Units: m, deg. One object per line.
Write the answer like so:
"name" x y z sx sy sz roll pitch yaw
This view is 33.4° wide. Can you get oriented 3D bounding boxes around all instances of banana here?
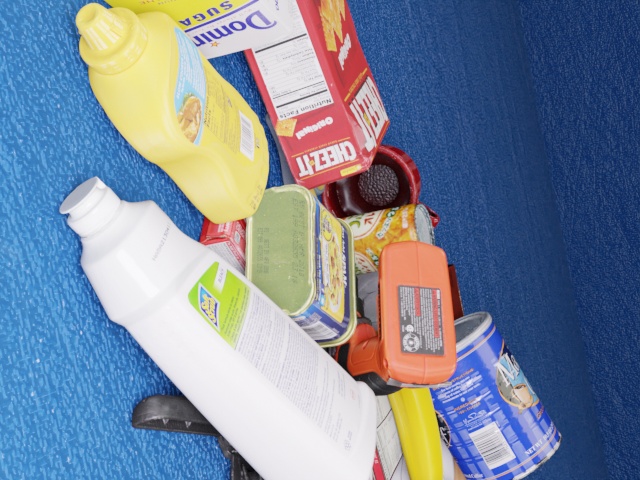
"banana" 0.078 0.153 0.968 0.069 0.037 0.198 -55 131 -53

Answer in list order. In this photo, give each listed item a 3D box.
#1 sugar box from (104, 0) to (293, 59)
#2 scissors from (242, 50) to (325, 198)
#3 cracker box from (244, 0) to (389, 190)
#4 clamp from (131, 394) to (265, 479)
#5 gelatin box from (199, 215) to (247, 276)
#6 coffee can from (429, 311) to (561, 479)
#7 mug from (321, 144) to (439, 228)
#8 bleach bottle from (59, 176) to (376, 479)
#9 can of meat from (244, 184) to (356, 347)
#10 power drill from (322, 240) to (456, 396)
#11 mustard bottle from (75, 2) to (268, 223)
"sugar box" -0.092 -0.174 0.698 0.176 0.093 0.048 36 47 -62
"scissors" -0.032 -0.104 0.947 0.096 0.016 0.202 -61 136 -64
"cracker box" -0.010 -0.170 0.926 0.164 0.072 0.213 -62 133 -67
"clamp" -0.049 0.142 0.728 0.164 0.036 0.209 69 21 -11
"gelatin box" -0.055 0.001 0.801 0.073 0.030 0.089 -82 154 -42
"coffee can" 0.153 0.154 1.030 0.140 0.103 0.102 59 22 -4
"mug" 0.065 -0.046 1.050 0.093 0.117 0.081 -64 173 14
"bleach bottle" -0.061 0.056 0.653 0.250 0.068 0.102 50 24 -25
"can of meat" -0.014 0.019 0.772 0.083 0.057 0.102 42 43 -62
"power drill" 0.038 0.065 0.843 0.188 0.057 0.184 135 -46 -62
"mustard bottle" -0.097 -0.091 0.691 0.191 0.058 0.096 47 35 -57
